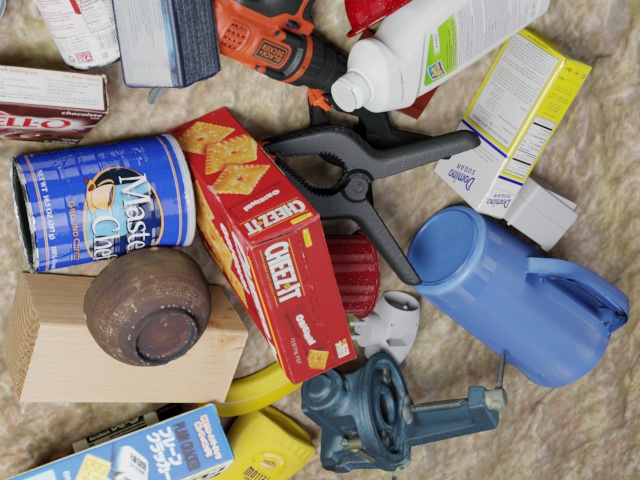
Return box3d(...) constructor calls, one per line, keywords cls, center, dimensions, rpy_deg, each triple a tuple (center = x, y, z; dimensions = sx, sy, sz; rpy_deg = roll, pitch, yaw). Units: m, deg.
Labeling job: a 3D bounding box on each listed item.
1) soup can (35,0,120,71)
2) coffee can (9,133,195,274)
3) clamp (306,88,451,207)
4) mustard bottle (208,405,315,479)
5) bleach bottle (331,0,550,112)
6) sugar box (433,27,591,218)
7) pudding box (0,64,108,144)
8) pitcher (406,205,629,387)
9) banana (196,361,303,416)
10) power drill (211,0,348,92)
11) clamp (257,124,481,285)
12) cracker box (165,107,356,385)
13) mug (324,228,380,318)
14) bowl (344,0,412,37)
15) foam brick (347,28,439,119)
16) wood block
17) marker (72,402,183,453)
box3d(cls="soup can", center=(-0.191, -0.195, 0.849), dimensions=(0.068, 0.069, 0.102), rpy_deg=(-27, 130, -10))
box3d(cls="coffee can", center=(-0.191, -0.033, 0.934), dimensions=(0.140, 0.103, 0.103), rpy_deg=(-11, 125, -21))
box3d(cls="clamp", center=(0.054, -0.099, 1.059), dimensions=(0.120, 0.039, 0.171), rpy_deg=(-39, 130, 0))
box3d(cls="mustard bottle", center=(-0.101, 0.277, 1.216), dimensions=(0.096, 0.058, 0.192), rpy_deg=(37, 100, -31))
box3d(cls="bleach bottle", center=(0.106, -0.195, 0.955), dimensions=(0.250, 0.068, 0.102), rpy_deg=(-37, 134, -27))
box3d(cls="sugar box", center=(0.192, -0.120, 1.084), dimensions=(0.048, 0.093, 0.176), rpy_deg=(12, 115, -33))
box3d(cls="pudding box", center=(-0.239, -0.110, 0.867), dimensions=(0.113, 0.090, 0.039), rpy_deg=(-1, 79, -29))
box3d(cls="pitcher", center=(0.216, 0.057, 1.187), dimensions=(0.242, 0.145, 0.149), rpy_deg=(33, 100, -36))
box3d(cls="banana", center=(-0.056, 0.147, 1.167), dimensions=(0.197, 0.037, 0.069), rpy_deg=(-21, 128, -14))
box3d(cls="power drill", center=(-0.002, -0.222, 0.921), dimensions=(0.184, 0.057, 0.188), rpy_deg=(12, 116, -49))
box3d(cls="clamp", center=(0.042, -0.063, 1.023), dimensions=(0.209, 0.036, 0.165), rpy_deg=(24, 104, -15))
box3d(cls="cracker box", center=(-0.056, 0.001, 0.954), dimensions=(0.072, 0.214, 0.164), rpy_deg=(-25, 129, -11))
box3d(cls="mug", center=(0.002, 0.043, 1.101), dimensions=(0.081, 0.093, 0.117), rpy_deg=(-1, 138, -22))
box3d(cls="bowl", center=(0.074, -0.229, 0.852), dimensions=(0.162, 0.162, 0.055), rpy_deg=(-35, 101, -3))
box3d(cls="foam brick", center=(0.068, -0.159, 1.020), dimensions=(0.078, 0.051, 0.053), rpy_deg=(20, 111, -35))
box3d(cls="wood block", center=(-0.188, 0.095, 1.030), dimensions=(0.205, 0.090, 0.091), rpy_deg=(5, 118, -31))
box3d(cls="marker", center=(-0.204, 0.201, 1.137), dimensions=(0.121, 0.020, 0.020), rpy_deg=(-21, 128, -14))
